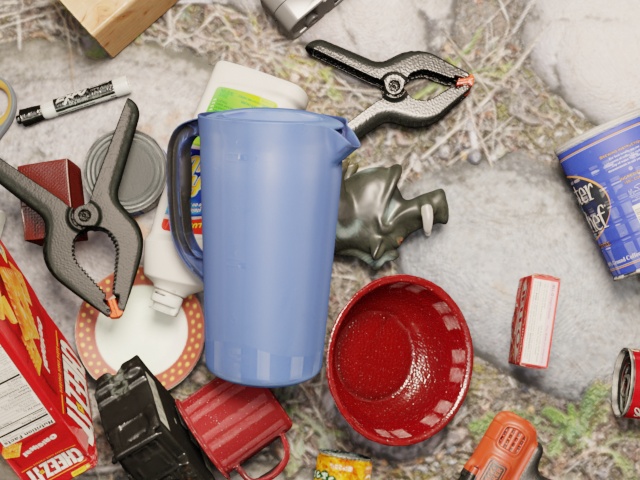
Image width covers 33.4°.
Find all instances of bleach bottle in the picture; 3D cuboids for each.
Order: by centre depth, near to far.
[{"bbox_3d":[-0.102,-0.044,1.048,0.102,0.068,0.251,20,83,9],"label":"bleach bottle"}]

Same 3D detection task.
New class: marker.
[{"bbox_3d":[-0.253,-0.142,1.092,0.121,0.020,0.020,-18,85,1],"label":"marker"}]

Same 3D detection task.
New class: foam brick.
[{"bbox_3d":[-0.267,-0.037,1.067,0.053,0.051,0.078,-7,85,2],"label":"foam brick"}]

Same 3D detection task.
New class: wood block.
[{"bbox_3d":[-0.168,-0.291,1.066,0.206,0.090,0.091,-42,85,-1],"label":"wood block"}]

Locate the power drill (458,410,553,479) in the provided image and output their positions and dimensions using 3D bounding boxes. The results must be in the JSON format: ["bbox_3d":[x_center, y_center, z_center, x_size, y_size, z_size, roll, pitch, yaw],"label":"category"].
[{"bbox_3d":[0.206,0.283,1.021,0.187,0.057,0.184,30,87,4],"label":"power drill"}]

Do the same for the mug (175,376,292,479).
[{"bbox_3d":[-0.074,0.177,1.022,0.081,0.093,0.117,-34,68,-6],"label":"mug"}]

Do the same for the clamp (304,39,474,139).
[{"bbox_3d":[0.067,-0.140,1.071,0.171,0.039,0.120,3,87,2],"label":"clamp"}]

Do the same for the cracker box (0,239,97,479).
[{"bbox_3d":[-0.281,0.095,0.955,0.072,0.164,0.213,-26,121,-1],"label":"cracker box"}]

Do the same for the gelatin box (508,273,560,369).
[{"bbox_3d":[0.205,0.078,1.030,0.030,0.073,0.089,8,86,2],"label":"gelatin box"}]

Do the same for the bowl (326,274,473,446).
[{"bbox_3d":[0.066,0.113,1.023,0.161,0.055,0.162,1,88,-27],"label":"bowl"}]

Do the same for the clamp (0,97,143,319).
[{"bbox_3d":[-0.219,-0.029,1.024,0.164,0.036,0.210,-25,87,-12],"label":"clamp"}]

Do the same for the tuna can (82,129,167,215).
[{"bbox_3d":[-0.194,-0.068,1.076,0.086,0.034,0.086,0,85,2],"label":"tuna can"}]

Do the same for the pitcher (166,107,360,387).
[{"bbox_3d":[-0.056,0.001,0.963,0.144,0.149,0.243,-1,101,-20],"label":"pitcher"}]

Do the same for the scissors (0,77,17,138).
[{"bbox_3d":[-0.334,-0.081,1.091,0.096,0.016,0.202,-26,85,0],"label":"scissors"}]
